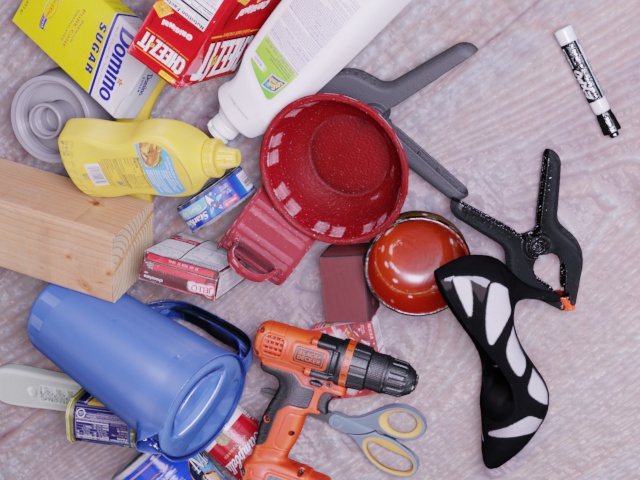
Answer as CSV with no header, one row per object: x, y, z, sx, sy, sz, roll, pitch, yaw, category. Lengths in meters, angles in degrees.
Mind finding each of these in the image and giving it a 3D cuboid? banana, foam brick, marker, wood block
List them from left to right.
-0.303,-0.015,1.210,0.206,0.090,0.090,16,122,15,wood block
-0.197,-0.127,1.192,0.069,0.037,0.198,24,110,8,banana
0.032,0.046,1.169,0.051,0.053,0.078,-2,105,16,foam brick
0.267,-0.157,1.064,0.020,0.020,0.121,-26,98,20,marker

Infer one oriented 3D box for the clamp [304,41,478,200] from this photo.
0.065,-0.140,1.114,0.210,0.036,0.165,14,113,14,clamp

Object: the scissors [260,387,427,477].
0.036,0.197,1.231,0.202,0.016,0.096,35,110,4,scissors

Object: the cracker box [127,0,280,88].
-0.080,-0.259,1.055,0.072,0.164,0.214,38,111,5,cracker box

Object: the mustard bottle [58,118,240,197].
-0.176,-0.088,1.135,0.192,0.058,0.096,2,138,19,mustard bottle

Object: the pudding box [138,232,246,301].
-0.137,0.028,1.179,0.090,0.113,0.039,17,106,10,pudding box

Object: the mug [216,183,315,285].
-0.058,0.001,1.152,0.081,0.117,0.093,36,131,-2,mug

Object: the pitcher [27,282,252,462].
-0.205,0.126,1.201,0.243,0.149,0.145,29,95,27,pitcher

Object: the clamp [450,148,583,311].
0.211,0.001,1.106,0.120,0.039,0.171,-18,103,12,clamp

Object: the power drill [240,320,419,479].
0.000,0.195,1.171,0.184,0.057,0.188,16,95,10,power drill

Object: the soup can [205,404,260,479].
-0.110,0.224,1.252,0.102,0.068,0.069,41,112,2,soup can

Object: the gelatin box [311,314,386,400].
0.036,0.133,1.205,0.073,0.030,0.089,-10,102,18,gelatin box

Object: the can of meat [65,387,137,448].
-0.241,0.203,1.265,0.084,0.102,0.057,5,107,12,can of meat

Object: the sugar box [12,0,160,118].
-0.246,-0.221,1.154,0.176,0.048,0.093,43,112,19,sugar box

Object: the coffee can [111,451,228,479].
-0.164,0.300,1.270,0.103,0.102,0.140,-41,92,22,coffee can

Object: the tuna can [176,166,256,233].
-0.114,-0.046,1.165,0.086,0.086,0.034,-31,99,21,tuna can

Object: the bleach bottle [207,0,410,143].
-0.028,-0.198,1.098,0.251,0.068,0.102,-42,70,21,bleach bottle

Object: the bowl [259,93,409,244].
0.021,-0.079,1.101,0.162,0.055,0.162,8,115,19,bowl
